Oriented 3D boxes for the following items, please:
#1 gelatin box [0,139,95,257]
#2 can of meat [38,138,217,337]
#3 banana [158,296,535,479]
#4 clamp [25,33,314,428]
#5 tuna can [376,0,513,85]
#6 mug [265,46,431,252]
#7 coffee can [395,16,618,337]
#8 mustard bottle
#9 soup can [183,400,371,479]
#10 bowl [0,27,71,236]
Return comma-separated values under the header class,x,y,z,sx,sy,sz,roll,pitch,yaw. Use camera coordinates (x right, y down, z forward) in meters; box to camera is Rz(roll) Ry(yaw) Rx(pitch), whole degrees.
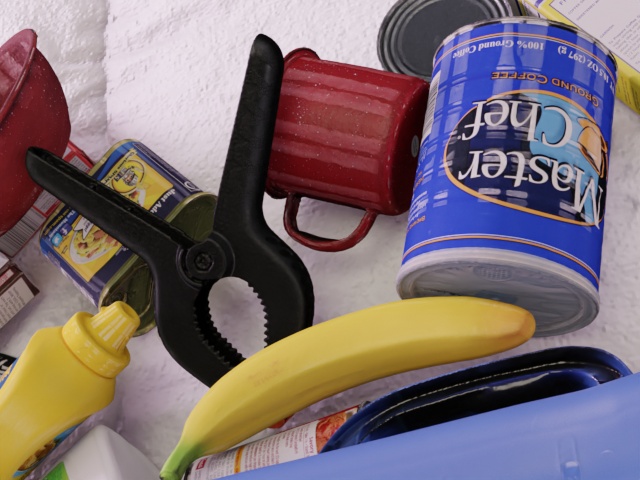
class,x,y,z,sx,sy,sz,roll,pitch,yaw
gelatin box,-0.211,-0.043,0.749,0.089,0.030,0.073,-48,56,-5
can of meat,-0.118,-0.004,0.674,0.084,0.057,0.102,37,83,34
banana,0.010,0.068,0.544,0.198,0.037,0.069,-25,36,5
clamp,-0.054,0.001,0.595,0.165,0.036,0.210,-30,88,16
tuna can,0.080,-0.120,0.662,0.086,0.033,0.086,-10,61,18
mug,0.015,-0.050,0.626,0.082,0.093,0.117,14,83,23
coffee can,0.101,-0.031,0.567,0.103,0.102,0.140,1,65,23
mustard bottle,-0.173,0.106,0.604,0.192,0.096,0.058,-44,92,8
soup can,-0.011,0.131,0.553,0.102,0.068,0.068,-21,58,12
bowl,-0.207,-0.053,0.677,0.162,0.055,0.162,-37,32,29
